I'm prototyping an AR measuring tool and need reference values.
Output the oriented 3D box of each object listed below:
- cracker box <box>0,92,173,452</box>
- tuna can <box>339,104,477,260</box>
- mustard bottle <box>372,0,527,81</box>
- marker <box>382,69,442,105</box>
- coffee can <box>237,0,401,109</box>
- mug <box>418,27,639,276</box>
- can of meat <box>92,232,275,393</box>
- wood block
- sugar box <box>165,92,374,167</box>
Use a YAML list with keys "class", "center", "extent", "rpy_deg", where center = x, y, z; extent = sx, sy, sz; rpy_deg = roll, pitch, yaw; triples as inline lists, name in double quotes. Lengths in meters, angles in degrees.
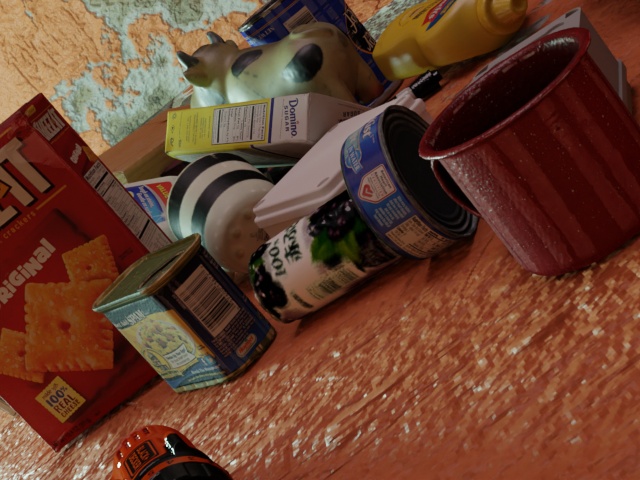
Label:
- class: "cracker box"
  center: [-0.202, 0.027, 0.792]
  extent: [0.164, 0.213, 0.072]
  rpy_deg: [-37, 15, 11]
- class: "tuna can"
  center: [0.050, -0.032, 0.606]
  extent: [0.034, 0.086, 0.086]
  rpy_deg: [-33, 16, 29]
- class: "mustard bottle"
  center: [0.123, -0.190, 0.940]
  extent: [0.096, 0.058, 0.192]
  rpy_deg: [-39, 14, -17]
- class: "marker"
  center: [0.057, -0.110, 0.943]
  extent: [0.121, 0.020, 0.020]
  rpy_deg: [-36, 15, 13]
- class: "coffee can"
  center: [0.000, -0.187, 1.065]
  extent: [0.103, 0.140, 0.103]
  rpy_deg: [-37, 15, 11]
- class: "mug"
  center: [0.100, -0.036, 0.504]
  extent: [0.117, 0.081, 0.093]
  rpy_deg: [-18, 26, 54]
- class: "can of meat"
  center: [-0.090, 0.051, 0.706]
  extent: [0.102, 0.084, 0.057]
  rpy_deg: [-20, 24, 52]
- class: "wood block"
  center: [-0.177, -0.073, 1.174]
  extent: [0.091, 0.090, 0.205]
  rpy_deg: [-6, 25, 31]
- class: "sugar box"
  center: [-0.040, -0.089, 0.890]
  extent: [0.177, 0.048, 0.093]
  rpy_deg: [-3, -7, 43]
